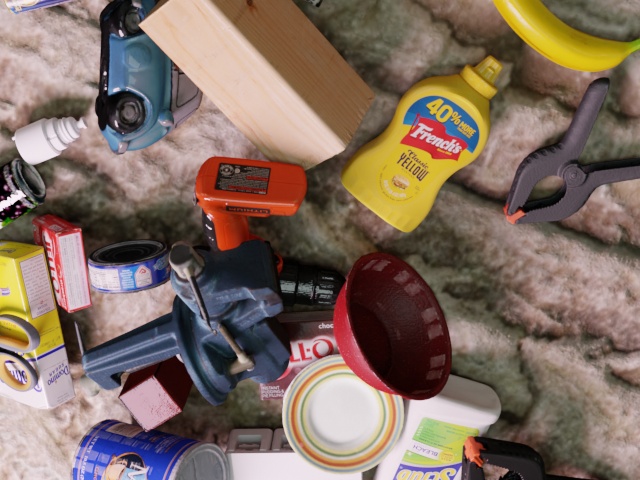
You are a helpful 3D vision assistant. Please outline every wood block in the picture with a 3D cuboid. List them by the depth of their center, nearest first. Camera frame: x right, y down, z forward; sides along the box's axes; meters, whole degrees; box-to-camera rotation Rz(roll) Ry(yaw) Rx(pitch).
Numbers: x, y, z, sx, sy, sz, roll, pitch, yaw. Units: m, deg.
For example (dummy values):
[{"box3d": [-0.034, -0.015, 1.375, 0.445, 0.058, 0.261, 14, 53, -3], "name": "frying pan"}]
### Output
[{"box3d": [-0.056, -0.170, 1.013, 0.090, 0.090, 0.206, -24, 117, 44], "name": "wood block"}]

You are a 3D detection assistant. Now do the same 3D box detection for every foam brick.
[{"box3d": [-0.179, 0.161, 1.168, 0.053, 0.078, 0.051, -33, 105, 15], "name": "foam brick"}]

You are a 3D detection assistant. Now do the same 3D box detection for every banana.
[{"box3d": [0.222, -0.219, 1.040, 0.197, 0.037, 0.069, 31, 90, -9], "name": "banana"}]

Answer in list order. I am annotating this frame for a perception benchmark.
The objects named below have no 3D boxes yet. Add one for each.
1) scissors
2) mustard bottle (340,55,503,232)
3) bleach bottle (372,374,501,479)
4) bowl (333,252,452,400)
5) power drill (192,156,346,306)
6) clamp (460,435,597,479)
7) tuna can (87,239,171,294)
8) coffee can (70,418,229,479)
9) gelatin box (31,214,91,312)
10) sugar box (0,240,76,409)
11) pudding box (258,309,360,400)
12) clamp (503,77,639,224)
[{"box3d": [-0.370, 0.115, 1.148, 0.202, 0.016, 0.096, -1, 109, 35], "name": "scissors"}, {"box3d": [0.113, -0.106, 1.071, 0.096, 0.058, 0.192, 37, 106, -11], "name": "mustard bottle"}, {"box3d": [0.112, 0.271, 1.199, 0.102, 0.068, 0.251, 16, 112, -5], "name": "bleach bottle"}, {"box3d": [0.065, 0.096, 1.106, 0.055, 0.162, 0.162, -29, 106, 37], "name": "bowl"}, {"box3d": [-0.057, 0.001, 1.076, 0.184, 0.057, 0.188, 5, 141, -2], "name": "power drill"}, {"box3d": [0.226, 0.272, 1.177, 0.164, 0.036, 0.210, -30, 127, 9], "name": "clamp"}, {"box3d": [-0.200, 0.027, 1.119, 0.086, 0.086, 0.034, -5, 107, 4], "name": "tuna can"}, {"box3d": [-0.185, 0.257, 1.159, 0.141, 0.102, 0.103, 6, 112, 32], "name": "coffee can"}, {"box3d": [-0.274, 0.023, 1.127, 0.030, 0.073, 0.089, -16, 112, -31], "name": "gelatin box"}, {"box3d": [-0.323, 0.090, 1.148, 0.094, 0.048, 0.176, 7, 111, 39], "name": "sugar box"}, {"box3d": [-0.015, 0.124, 1.166, 0.113, 0.039, 0.090, -5, 108, 5], "name": "pudding box"}, {"box3d": [0.266, -0.069, 1.086, 0.120, 0.039, 0.172, 41, 112, -6], "name": "clamp"}]
